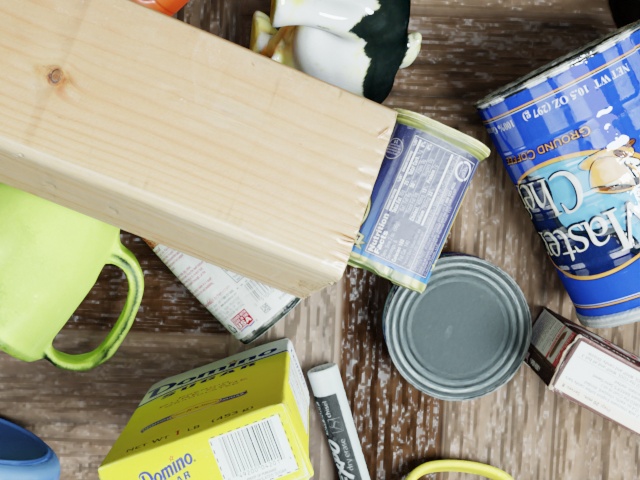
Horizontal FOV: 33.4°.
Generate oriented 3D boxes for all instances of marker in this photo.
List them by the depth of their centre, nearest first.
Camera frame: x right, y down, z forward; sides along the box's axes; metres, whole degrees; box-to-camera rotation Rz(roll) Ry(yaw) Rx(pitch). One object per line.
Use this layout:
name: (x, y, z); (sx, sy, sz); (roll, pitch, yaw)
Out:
marker: (0.018, 0.134, 0.649); (0.020, 0.020, 0.121); (-16, 95, 0)

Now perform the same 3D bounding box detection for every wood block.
wood block: (-0.079, -0.053, 0.530); (0.206, 0.090, 0.091); (22, 76, -8)

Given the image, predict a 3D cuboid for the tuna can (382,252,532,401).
tuna can: (0.080, 0.050, 0.636); (0.086, 0.034, 0.086); (0, 95, -1)

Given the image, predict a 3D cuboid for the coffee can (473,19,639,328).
coffee can: (0.162, -0.036, 0.595); (0.103, 0.103, 0.140); (-27, 95, 1)

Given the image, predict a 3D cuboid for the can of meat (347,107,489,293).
can of meat: (0.042, -0.021, 0.590); (0.057, 0.102, 0.084); (24, 89, -9)

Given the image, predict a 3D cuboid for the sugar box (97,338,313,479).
sugar box: (-0.054, 0.098, 0.566); (0.093, 0.176, 0.048); (-19, 97, 0)

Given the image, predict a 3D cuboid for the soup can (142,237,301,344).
soup can: (-0.054, 0.001, 0.612); (0.068, 0.068, 0.102); (-42, 95, 2)

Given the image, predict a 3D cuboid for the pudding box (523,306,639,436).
pudding box: (0.177, 0.085, 0.612); (0.113, 0.090, 0.039); (26, 94, -3)
